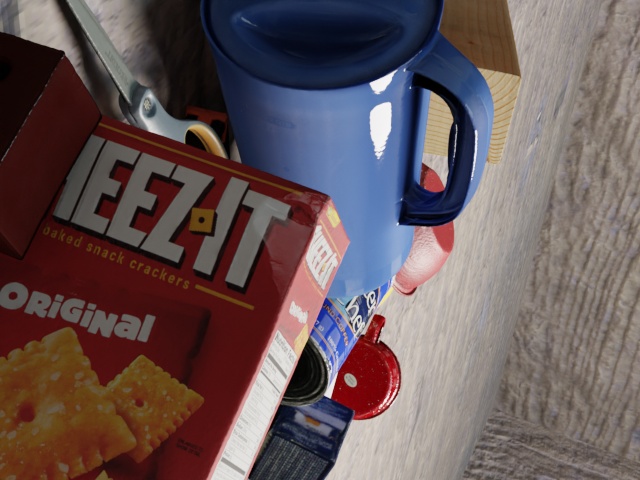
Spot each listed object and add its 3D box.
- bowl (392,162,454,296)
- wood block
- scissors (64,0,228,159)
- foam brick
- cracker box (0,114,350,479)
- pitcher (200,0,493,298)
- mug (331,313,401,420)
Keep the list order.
[{"bbox_3d":[0.099,-0.025,1.116,0.162,0.055,0.162,44,40,-53],"label":"bowl"},{"bbox_3d":[0.133,-0.166,1.025,0.206,0.090,0.091,-81,-179,-58],"label":"wood block"},{"bbox_3d":[-0.098,-0.051,0.568,0.201,0.016,0.096,44,54,-61],"label":"scissors"},{"bbox_3d":[-0.139,-0.042,0.456,0.051,0.053,0.078,71,40,-65],"label":"foam brick"},{"bbox_3d":[-0.104,0.056,0.482,0.072,0.164,0.213,67,45,-69],"label":"cracker box"},{"bbox_3d":[0.015,-0.063,0.668,0.243,0.145,0.149,84,-7,-56],"label":"pitcher"},{"bbox_3d":[0.042,0.132,1.110,0.081,0.093,0.117,43,71,-82],"label":"mug"}]
